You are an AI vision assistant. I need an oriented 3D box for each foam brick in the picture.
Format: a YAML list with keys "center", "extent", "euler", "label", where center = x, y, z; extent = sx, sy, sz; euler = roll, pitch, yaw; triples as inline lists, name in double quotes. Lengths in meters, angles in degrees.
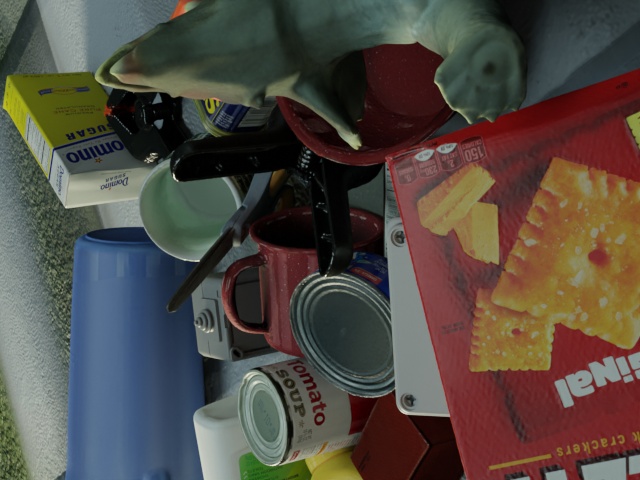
- center: [0.063, 0.132, 0.691]
  extent: [0.053, 0.051, 0.078]
  euler: [55, 139, 35]
  label: "foam brick"

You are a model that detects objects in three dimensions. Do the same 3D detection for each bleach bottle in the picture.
- center: [-0.026, 0.242, 0.828]
  extent: [0.068, 0.102, 0.251]
  euler: [9, 112, 64]
  label: "bleach bottle"

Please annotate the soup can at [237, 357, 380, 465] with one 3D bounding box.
- center: [0.002, 0.110, 0.730]
  extent: [0.069, 0.102, 0.068]
  euler: [19, 113, 54]
  label: "soup can"

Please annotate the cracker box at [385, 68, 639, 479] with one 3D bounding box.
- center: [0.135, 0.039, 0.476]
  extent: [0.164, 0.072, 0.214]
  euler: [-17, 81, 21]
  label: "cracker box"

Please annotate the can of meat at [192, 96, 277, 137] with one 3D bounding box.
- center: [-0.061, -0.141, 0.807]
  extent: [0.084, 0.057, 0.102]
  euler: [-49, 58, 47]
  label: "can of meat"

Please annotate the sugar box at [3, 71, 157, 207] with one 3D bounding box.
- center: [-0.238, -0.104, 1.049]
  extent: [0.176, 0.093, 0.048]
  euler: [47, 135, 39]
  label: "sugar box"

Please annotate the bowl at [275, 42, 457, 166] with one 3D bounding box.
- center: [0.045, -0.121, 0.629]
  extent: [0.162, 0.055, 0.162]
  euler: [-4, 84, 41]
  label: "bowl"

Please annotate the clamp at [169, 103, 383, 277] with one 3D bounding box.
- center: [-0.016, -0.056, 0.664]
  extent: [0.120, 0.171, 0.039]
  euler: [32, 128, -5]
  label: "clamp"

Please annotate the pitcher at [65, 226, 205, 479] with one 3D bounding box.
- center: [-0.172, 0.112, 0.978]
  extent: [0.149, 0.144, 0.243]
  euler: [5, 100, 21]
  label: "pitcher"

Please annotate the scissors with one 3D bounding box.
- center: [-0.055, 0.001, 0.749]
  extent: [0.016, 0.201, 0.096]
  euler: [18, 142, 15]
  label: "scissors"

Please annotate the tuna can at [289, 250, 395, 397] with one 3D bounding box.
- center: [0.025, 0.050, 0.649]
  extent: [0.086, 0.033, 0.086]
  euler: [19, 125, 29]
  label: "tuna can"

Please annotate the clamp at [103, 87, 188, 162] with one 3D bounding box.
- center: [-0.143, -0.124, 0.950]
  extent: [0.210, 0.036, 0.164]
  euler: [25, 120, 54]
  label: "clamp"

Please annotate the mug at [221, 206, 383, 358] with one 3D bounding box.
- center: [-0.011, 0.031, 0.724]
  extent: [0.093, 0.117, 0.081]
  euler: [32, 128, 57]
  label: "mug"
